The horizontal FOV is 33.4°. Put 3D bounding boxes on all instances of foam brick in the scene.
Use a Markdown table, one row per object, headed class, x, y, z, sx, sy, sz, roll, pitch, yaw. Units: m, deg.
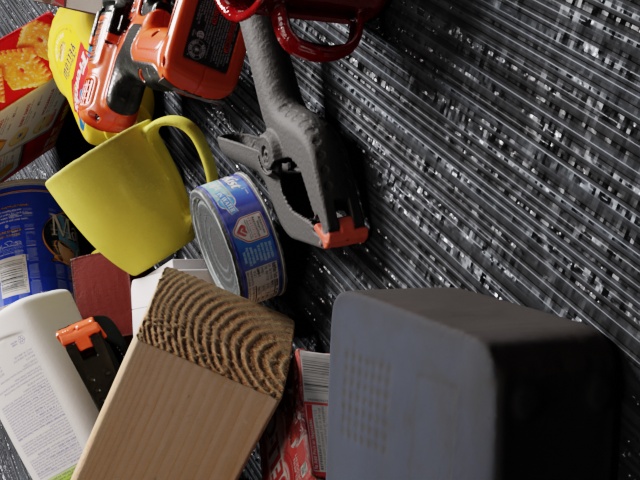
| class | x | y | z | sx | sy | sz | roll | pitch | yaw |
| --- | --- | --- | --- | --- | --- | --- | --- | --- | --- |
| foam brick | -0.175 | 0.052 | 0.897 | 0.053 | 0.051 | 0.078 | 58 | -158 | -72 |

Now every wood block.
| class | x | y | z | sx | sy | sz | roll | pitch | yaw |
| --- | --- | --- | --- | --- | --- | --- | --- | --- | --- |
| wood block | -0.100 | 0.133 | 0.669 | 0.090 | 0.090 | 0.206 | -81 | 16 | -63 |

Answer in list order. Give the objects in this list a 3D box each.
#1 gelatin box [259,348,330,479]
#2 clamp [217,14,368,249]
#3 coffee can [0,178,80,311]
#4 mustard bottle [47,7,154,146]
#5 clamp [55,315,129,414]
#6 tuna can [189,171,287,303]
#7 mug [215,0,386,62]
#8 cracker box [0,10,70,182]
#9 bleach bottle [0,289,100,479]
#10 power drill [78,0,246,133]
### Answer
| class | x | y | z | sx | sy | sz | roll | pitch | yaw |
| --- | --- | --- | --- | --- | --- | --- | --- | --- | --- |
| gelatin box | -0.012 | 0.122 | 0.637 | 0.073 | 0.030 | 0.089 | 120 | 152 | -43 |
| clamp | -0.023 | -0.052 | 0.666 | 0.120 | 0.039 | 0.171 | 106 | 147 | -53 |
| coffee can | -0.290 | 0.023 | 1.066 | 0.103 | 0.102 | 0.140 | -43 | 54 | 52 |
| mustard bottle | -0.188 | -0.137 | 0.932 | 0.192 | 0.058 | 0.096 | 55 | 131 | 44 |
| clamp | -0.143 | 0.110 | 0.790 | 0.210 | 0.036 | 0.165 | 70 | 175 | -47 |
| tuna can | -0.055 | 0.001 | 0.695 | 0.086 | 0.033 | 0.086 | 56 | 157 | 37 |
| mug | -0.006 | -0.153 | 0.590 | 0.093 | 0.081 | 0.117 | -36 | 59 | 55 |
| cracker box | -0.334 | -0.111 | 1.042 | 0.072 | 0.213 | 0.164 | 43 | 138 | 3 |
| bleach bottle | -0.190 | 0.170 | 0.833 | 0.103 | 0.067 | 0.251 | -32 | 79 | 34 |
| power drill | -0.112 | -0.170 | 0.788 | 0.188 | 0.057 | 0.184 | 8 | 85 | 59 |
